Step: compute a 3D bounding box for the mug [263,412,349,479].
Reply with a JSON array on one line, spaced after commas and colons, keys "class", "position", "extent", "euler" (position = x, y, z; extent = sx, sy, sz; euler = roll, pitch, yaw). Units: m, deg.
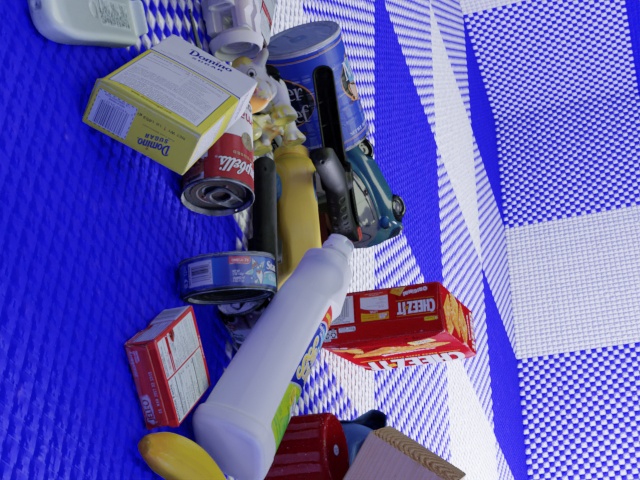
[{"class": "mug", "position": [-0.018, 0.224, 1.049], "extent": [0.093, 0.082, 0.117], "euler": [-57, 134, -67]}]

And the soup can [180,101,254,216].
[{"class": "soup can", "position": [-0.096, -0.083, 1.000], "extent": [0.068, 0.069, 0.102], "euler": [52, 31, -58]}]

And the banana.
[{"class": "banana", "position": [-0.095, 0.217, 0.870], "extent": [0.069, 0.037, 0.198], "euler": [-76, 151, -58]}]

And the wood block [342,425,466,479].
[{"class": "wood block", "position": [0.044, 0.289, 1.010], "extent": [0.206, 0.091, 0.090], "euler": [-61, 162, 3]}]

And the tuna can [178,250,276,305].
[{"class": "tuna can", "position": [-0.082, 0.034, 0.944], "extent": [0.086, 0.086, 0.034], "euler": [29, 54, -70]}]

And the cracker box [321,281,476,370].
[{"class": "cracker box", "position": [0.102, 0.116, 1.382], "extent": [0.213, 0.164, 0.072], "euler": [39, 45, -66]}]

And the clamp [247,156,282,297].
[{"class": "clamp", "position": [-0.057, 0.001, 1.096], "extent": [0.120, 0.039, 0.171], "euler": [82, 3, -65]}]

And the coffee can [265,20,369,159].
[{"class": "coffee can", "position": [-0.007, -0.184, 1.307], "extent": [0.102, 0.103, 0.140], "euler": [-73, 149, -58]}]

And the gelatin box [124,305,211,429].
[{"class": "gelatin box", "position": [-0.122, 0.102, 0.863], "extent": [0.089, 0.030, 0.073], "euler": [-50, 129, -70]}]

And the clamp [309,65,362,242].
[{"class": "clamp", "position": [0.018, -0.084, 1.219], "extent": [0.210, 0.036, 0.164], "euler": [74, 13, -48]}]

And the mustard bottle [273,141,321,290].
[{"class": "mustard bottle", "position": [-0.029, -0.034, 1.203], "extent": [0.096, 0.058, 0.191], "euler": [100, -14, -65]}]

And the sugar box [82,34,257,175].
[{"class": "sugar box", "position": [-0.121, -0.118, 0.896], "extent": [0.048, 0.093, 0.176], "euler": [-61, 180, 22]}]

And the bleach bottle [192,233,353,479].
[{"class": "bleach bottle", "position": [-0.029, 0.088, 0.963], "extent": [0.102, 0.068, 0.250], "euler": [91, 22, -52]}]

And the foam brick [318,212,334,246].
[{"class": "foam brick", "position": [-0.004, 0.002, 1.294], "extent": [0.078, 0.051, 0.053], "euler": [29, 53, -70]}]
